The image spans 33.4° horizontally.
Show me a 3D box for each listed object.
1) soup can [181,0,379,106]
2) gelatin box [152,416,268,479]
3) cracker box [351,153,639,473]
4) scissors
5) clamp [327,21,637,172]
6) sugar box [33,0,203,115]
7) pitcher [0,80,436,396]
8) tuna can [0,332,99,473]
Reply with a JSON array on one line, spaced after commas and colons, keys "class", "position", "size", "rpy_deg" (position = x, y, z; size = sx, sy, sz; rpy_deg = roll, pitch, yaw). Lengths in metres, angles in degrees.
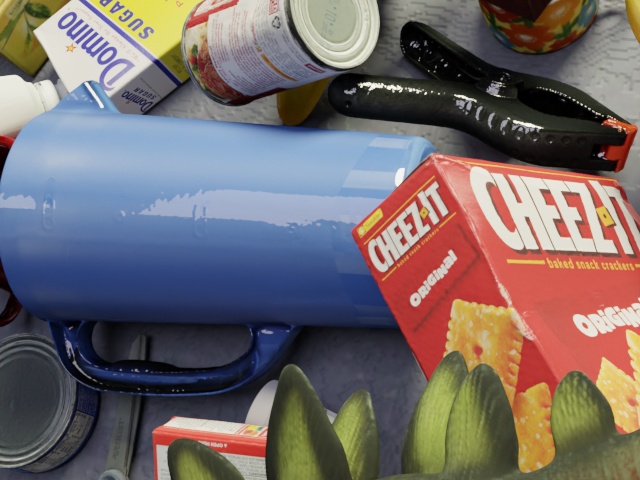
[{"class": "soup can", "position": [-0.024, -0.120, 0.613], "size": [0.102, 0.068, 0.068], "rpy_deg": [-8, 65, 49]}, {"class": "gelatin box", "position": [-0.054, 0.148, 0.601], "size": [0.073, 0.030, 0.089], "rpy_deg": [3, 101, 21]}, {"class": "cracker box", "position": [0.131, 0.064, 0.503], "size": [0.072, 0.163, 0.214], "rpy_deg": [-45, 58, 35]}, {"class": "scissors", "position": [-0.144, 0.162, 0.655], "size": [0.096, 0.016, 0.202], "rpy_deg": [-14, 66, 15]}, {"class": "clamp", "position": [0.092, -0.078, 0.618], "size": [0.172, 0.039, 0.120], "rpy_deg": [26, 43, 26]}, {"class": "sugar box", "position": [-0.107, -0.162, 0.745], "size": [0.176, 0.048, 0.093], "rpy_deg": [-37, 63, 3]}, {"class": "pitcher", "position": [-0.054, 0.001, 0.627], "size": [0.243, 0.149, 0.145], "rpy_deg": [3, 44, 18]}, {"class": "tuna can", "position": [-0.185, 0.104, 0.681], "size": [0.086, 0.033, 0.086], "rpy_deg": [-7, 69, 18]}]
